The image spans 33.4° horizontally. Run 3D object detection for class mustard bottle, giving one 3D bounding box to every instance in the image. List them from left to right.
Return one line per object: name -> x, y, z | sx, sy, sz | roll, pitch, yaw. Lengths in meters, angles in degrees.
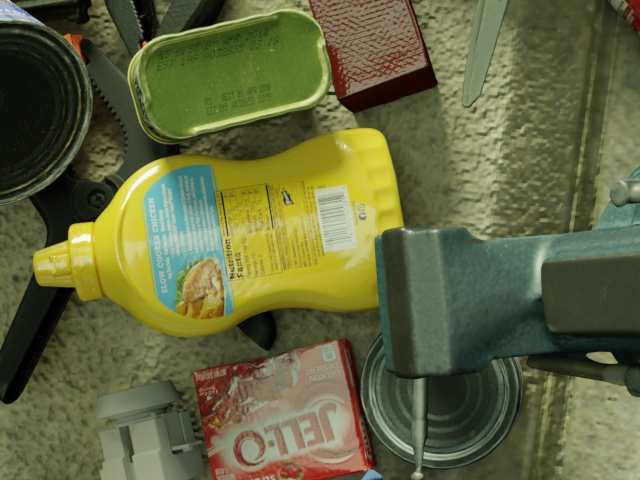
mustard bottle -> -0.054, 0.001, 0.563 | 0.191, 0.058, 0.096 | -9, 85, -5

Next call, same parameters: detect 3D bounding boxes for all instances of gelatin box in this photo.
gelatin box -> -0.020, 0.098, 0.589 | 0.089, 0.030, 0.073 | -13, 83, 12

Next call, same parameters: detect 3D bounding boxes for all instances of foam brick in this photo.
foam brick -> 0.027, -0.116, 0.583 | 0.053, 0.051, 0.078 | -17, 83, 10

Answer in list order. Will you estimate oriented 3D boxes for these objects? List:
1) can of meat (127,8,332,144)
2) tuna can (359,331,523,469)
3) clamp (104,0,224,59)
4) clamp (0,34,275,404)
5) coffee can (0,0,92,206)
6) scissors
can of meat -> -0.049, -0.087, 0.564 | 0.102, 0.084, 0.057 | -15, 98, -8
tuna can -> 0.065, 0.078, 0.569 | 0.086, 0.033, 0.086 | -1, 86, 13
clamp -> -0.096, -0.182, 0.623 | 0.120, 0.039, 0.171 | 14, 91, 30
clamp -> -0.132, -0.013, 0.615 | 0.164, 0.036, 0.210 | -19, 81, 2
coffee can -> -0.203, -0.094, 0.581 | 0.140, 0.102, 0.103 | 36, 94, 40
scissors -> 0.116, -0.167, 0.527 | 0.096, 0.016, 0.202 | -1, 86, 12
